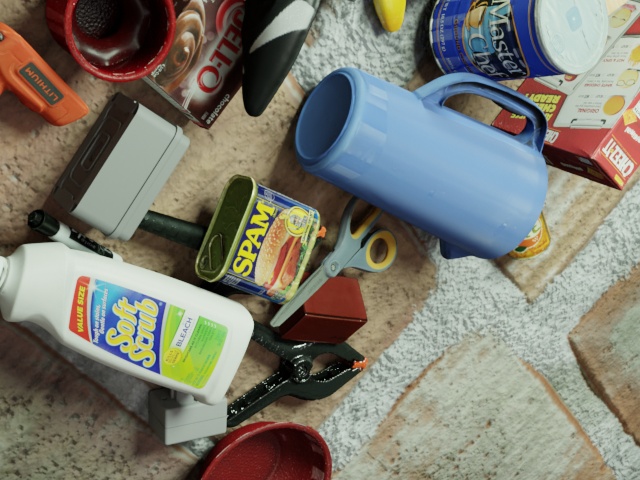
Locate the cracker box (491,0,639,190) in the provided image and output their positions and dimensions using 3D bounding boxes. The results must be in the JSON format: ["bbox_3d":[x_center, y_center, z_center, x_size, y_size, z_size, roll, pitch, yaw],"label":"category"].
[{"bbox_3d":[0.308,-0.170,1.122,0.072,0.164,0.213,38,86,-33],"label":"cracker box"}]

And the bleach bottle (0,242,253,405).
[{"bbox_3d":[-0.186,0.068,0.940,0.250,0.068,0.102,21,99,-33],"label":"bleach bottle"}]

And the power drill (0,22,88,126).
[{"bbox_3d":[-0.283,-0.071,0.874,0.187,0.057,0.184,-46,130,-9],"label":"power drill"}]

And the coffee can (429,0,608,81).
[{"bbox_3d":[0.191,-0.207,1.038,0.102,0.141,0.103,-2,94,-39],"label":"coffee can"}]

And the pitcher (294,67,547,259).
[{"bbox_3d":[0.104,-0.087,1.056,0.242,0.145,0.149,21,69,-32],"label":"pitcher"}]

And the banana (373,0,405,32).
[{"bbox_3d":[0.082,-0.300,1.016,0.069,0.037,0.198,15,100,-32],"label":"banana"}]

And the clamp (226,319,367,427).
[{"bbox_3d":[-0.033,0.140,1.114,0.171,0.039,0.120,9,106,-28],"label":"clamp"}]

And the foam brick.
[{"bbox_3d":[-0.001,0.069,1.087,0.078,0.051,0.053,9,144,-33],"label":"foam brick"}]

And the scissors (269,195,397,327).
[{"bbox_3d":[0.022,0.034,1.073,0.096,0.016,0.201,52,56,-33],"label":"scissors"}]

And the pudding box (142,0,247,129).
[{"bbox_3d":[-0.104,-0.171,0.953,0.090,0.039,0.113,40,85,-35],"label":"pudding box"}]

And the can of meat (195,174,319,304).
[{"bbox_3d":[-0.057,0.001,0.994,0.083,0.058,0.102,23,86,-33],"label":"can of meat"}]

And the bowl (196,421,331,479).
[{"bbox_3d":[-0.070,0.248,1.119,0.161,0.055,0.162,-14,119,-26],"label":"bowl"}]

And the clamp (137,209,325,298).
[{"bbox_3d":[-0.094,0.011,1.030,0.209,0.036,0.164,-26,120,-20],"label":"clamp"}]

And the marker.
[{"bbox_3d":[-0.215,0.001,0.938,0.020,0.020,0.121,-54,147,-3],"label":"marker"}]

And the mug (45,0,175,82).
[{"bbox_3d":[-0.168,-0.190,0.882,0.117,0.082,0.093,-35,122,-15],"label":"mug"}]
